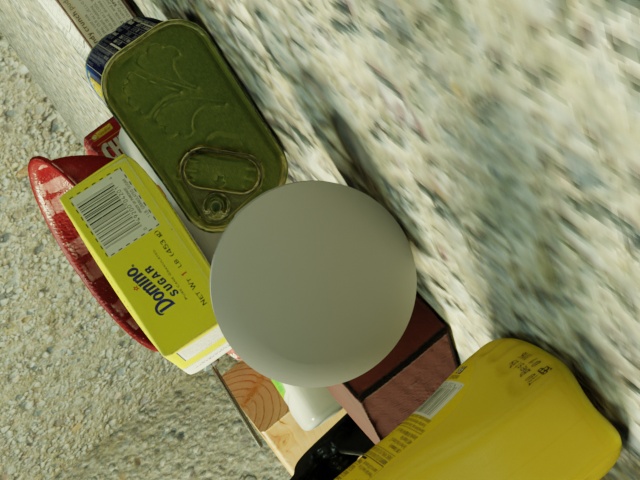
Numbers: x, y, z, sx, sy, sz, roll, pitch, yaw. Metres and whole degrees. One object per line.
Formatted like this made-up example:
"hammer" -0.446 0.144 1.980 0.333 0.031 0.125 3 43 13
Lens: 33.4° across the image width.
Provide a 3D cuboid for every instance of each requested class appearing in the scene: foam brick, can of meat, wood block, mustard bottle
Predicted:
"foam brick" 0.030 0.057 0.499 0.053 0.051 0.078 46 169 31
"can of meat" -0.070 -0.062 0.536 0.102 0.057 0.084 56 172 -23
"wood block" 0.002 0.186 1.007 0.090 0.090 0.206 43 167 49
"mustard bottle" 0.009 0.112 0.365 0.058 0.191 0.096 53 171 0

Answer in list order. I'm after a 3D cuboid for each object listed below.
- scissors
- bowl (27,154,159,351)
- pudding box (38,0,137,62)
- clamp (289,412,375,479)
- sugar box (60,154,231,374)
"scissors" -0.105 0.083 0.892 0.096 0.016 0.201 46 165 55
"bowl" -0.137 -0.002 0.750 0.162 0.055 0.162 42 154 26
"pudding box" -0.154 -0.159 0.646 0.113 0.039 0.090 53 171 -11
"clamp" 0.020 0.129 0.627 0.036 0.165 0.209 53 -150 1
"sugar box" -0.085 0.021 0.573 0.093 0.048 0.176 56 170 7
